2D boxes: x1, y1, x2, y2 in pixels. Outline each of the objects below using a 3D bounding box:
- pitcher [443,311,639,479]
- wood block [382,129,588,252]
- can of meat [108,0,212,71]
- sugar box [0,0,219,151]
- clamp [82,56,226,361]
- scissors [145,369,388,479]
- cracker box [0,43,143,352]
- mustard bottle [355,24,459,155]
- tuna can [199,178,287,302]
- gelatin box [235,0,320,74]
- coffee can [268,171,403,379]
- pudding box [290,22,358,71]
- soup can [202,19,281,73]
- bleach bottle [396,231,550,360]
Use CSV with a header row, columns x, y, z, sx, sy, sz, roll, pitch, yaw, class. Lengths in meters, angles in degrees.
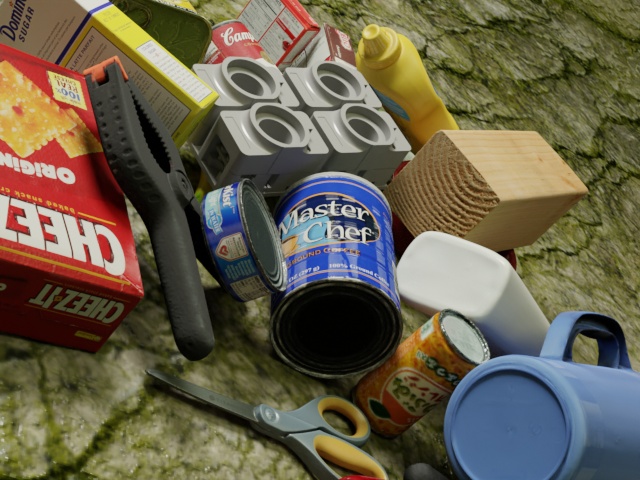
x,y,z,sx,sy,sz,roll,pitch,yaw,class
0.195,0.145,0.838,0.242,0.145,0.149,21,28,-55,pitcher
0.164,-0.047,1.039,0.205,0.091,0.090,-8,56,-54,wood block
-0.157,-0.199,0.955,0.101,0.057,0.084,13,25,-30,can of meat
-0.177,-0.136,0.851,0.176,0.093,0.048,42,28,-2,sugar box
-0.109,-0.024,0.742,0.164,0.036,0.210,-82,148,-70,clamp
-0.031,0.120,0.771,0.201,0.016,0.096,35,28,-13,scissors
-0.214,-0.044,0.705,0.163,0.072,0.214,19,37,-38,cracker box
0.081,-0.154,1.069,0.096,0.058,0.191,52,3,34,mustard bottle
-0.055,0.001,0.772,0.086,0.034,0.086,-18,90,-79,tuna can
-0.052,-0.215,1.114,0.073,0.089,0.030,51,30,15,gelatin box
0.011,0.026,0.858,0.102,0.103,0.140,30,32,-22,coffee can
-0.001,-0.157,1.099,0.039,0.090,0.113,24,35,-26,pudding box
-0.073,-0.152,1.028,0.068,0.069,0.102,-9,58,-55,soup can
0.160,0.083,0.951,0.103,0.068,0.250,21,-15,36,bleach bottle
